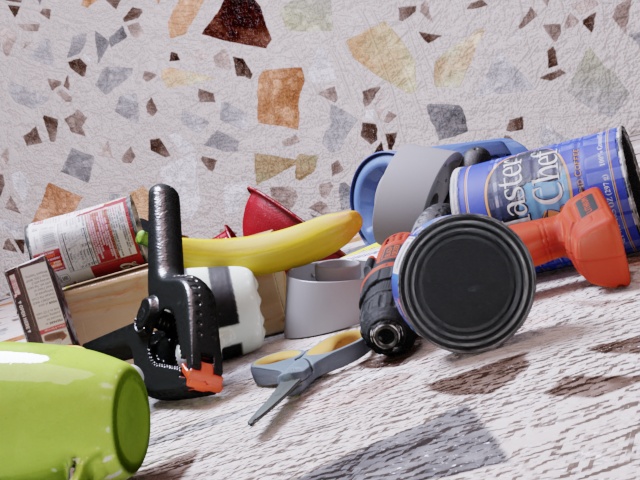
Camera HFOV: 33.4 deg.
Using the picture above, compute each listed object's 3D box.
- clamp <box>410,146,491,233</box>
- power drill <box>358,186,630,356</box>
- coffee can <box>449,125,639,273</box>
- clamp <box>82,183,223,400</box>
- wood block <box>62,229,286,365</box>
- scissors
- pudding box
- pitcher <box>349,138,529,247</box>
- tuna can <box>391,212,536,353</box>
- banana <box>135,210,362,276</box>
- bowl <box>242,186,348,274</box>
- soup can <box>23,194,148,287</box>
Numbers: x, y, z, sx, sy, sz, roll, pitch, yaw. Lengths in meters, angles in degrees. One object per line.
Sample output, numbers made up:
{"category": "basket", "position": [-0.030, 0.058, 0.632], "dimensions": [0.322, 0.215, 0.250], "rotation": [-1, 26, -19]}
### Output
{"category": "clamp", "position": [0.115, -0.013, 0.943], "dimensions": [0.039, 0.120, 0.171], "rotation": [2, 16, 28]}
{"category": "power drill", "position": [0.120, 0.020, 0.764], "dimensions": [0.188, 0.057, 0.184], "rotation": [-13, 16, 12]}
{"category": "coffee can", "position": [0.189, -0.027, 0.873], "dimensions": [0.140, 0.103, 0.102], "rotation": [-14, 4, 23]}
{"category": "clamp", "position": [-0.126, 0.068, 0.813], "dimensions": [0.036, 0.165, 0.210], "rotation": [18, 19, -32]}
{"category": "wood block", "position": [-0.135, 0.062, 1.010], "dimensions": [0.206, 0.090, 0.091], "rotation": [-15, 4, 4]}
{"category": "scissors", "position": [-0.031, 0.092, 0.697], "dimensions": [0.096, 0.016, 0.201], "rotation": [-15, 3, 29]}
{"category": "pudding box", "position": [-0.232, 0.068, 0.909], "dimensions": [0.039, 0.090, 0.113], "rotation": [-20, -7, -9]}
{"category": "pitcher", "position": [0.168, -0.064, 1.312], "dimensions": [0.242, 0.145, 0.149], "rotation": [-15, 23, -42]}
{"category": "tuna can", "position": [0.088, 0.026, 0.662], "dimensions": [0.086, 0.086, 0.034], "rotation": [-16, 2, -4]}
{"category": "banana", "position": [-0.055, 0.007, 0.917], "dimensions": [0.198, 0.037, 0.069], "rotation": [-7, -20, 12]}
{"category": "bowl", "position": [-0.030, 0.011, 1.153], "dimensions": [0.055, 0.162, 0.162], "rotation": [-53, 8, -5]}
{"category": "soup can", "position": [-0.218, 0.003, 1.001], "dimensions": [0.102, 0.068, 0.068], "rotation": [-16, 4, -5]}
